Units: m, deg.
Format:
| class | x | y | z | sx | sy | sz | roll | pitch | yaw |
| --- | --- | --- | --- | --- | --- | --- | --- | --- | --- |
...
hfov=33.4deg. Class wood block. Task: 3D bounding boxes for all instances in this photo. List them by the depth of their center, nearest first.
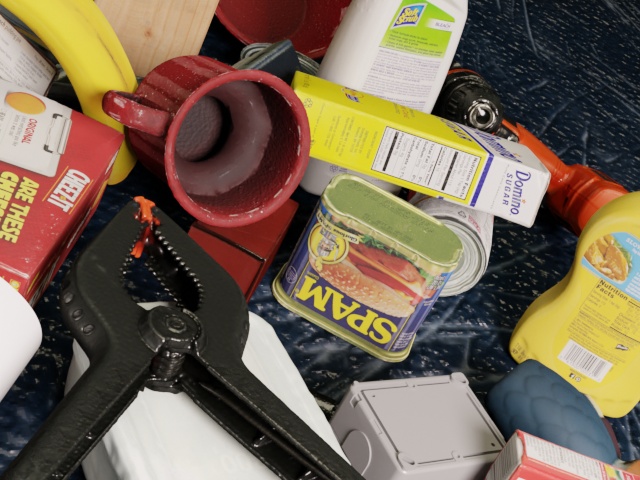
| class | x | y | z | sx | sy | sz | roll | pitch | yaw |
| --- | --- | --- | --- | --- | --- | --- | --- | --- | --- |
| wood block | -0.120 | -0.218 | 0.796 | 0.090 | 0.206 | 0.091 | 9 | 37 | -26 |

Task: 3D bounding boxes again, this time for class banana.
| class | x | y | z | sx | sy | sz | roll | pitch | yaw |
| --- | --- | --- | --- | --- | --- | --- | --- | --- | --- |
| banana | -0.148 | -0.106 | 0.649 | 0.070 | 0.197 | 0.037 | 1 | 52 | 28 |

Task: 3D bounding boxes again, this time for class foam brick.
| class | x | y | z | sx | sy | sz | roll | pitch | yaw |
| --- | --- | --- | --- | --- | --- | --- | --- | --- | --- |
| foam brick | -0.054 | 0.001 | 0.683 | 0.051 | 0.053 | 0.078 | 27 | 32 | 1 |

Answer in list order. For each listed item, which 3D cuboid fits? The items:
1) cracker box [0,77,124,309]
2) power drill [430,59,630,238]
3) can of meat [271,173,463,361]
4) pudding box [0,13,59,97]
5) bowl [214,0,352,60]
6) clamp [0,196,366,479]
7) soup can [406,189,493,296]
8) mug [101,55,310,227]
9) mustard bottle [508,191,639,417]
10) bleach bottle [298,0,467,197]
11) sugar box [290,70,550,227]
| class | x | y | z | sx | sy | sz | roll | pitch | yaw |
| --- | --- | --- | --- | --- | --- | --- | --- | --- | --- |
| cracker box | -0.240 | -0.042 | 0.596 | 0.213 | 0.072 | 0.164 | 24 | 33 | -6 |
| power drill | 0.163 | -0.074 | 0.866 | 0.187 | 0.057 | 0.184 | 37 | 11 | -13 |
| can of meat | 0.032 | 0.017 | 0.693 | 0.102 | 0.084 | 0.057 | 29 | 33 | 2 |
| pudding box | -0.232 | -0.132 | 0.686 | 0.090 | 0.039 | 0.113 | 25 | -7 | 17 |
| bowl | -0.043 | -0.230 | 0.969 | 0.161 | 0.055 | 0.162 | 5 | 77 | -24 |
| clamp | -0.062 | 0.057 | 0.499 | 0.164 | 0.036 | 0.210 | 13 | 35 | -20 |
| soup can | 0.094 | -0.013 | 0.793 | 0.068 | 0.069 | 0.102 | 25 | 33 | -3 |
| mug | -0.075 | -0.066 | 0.633 | 0.117 | 0.093 | 0.082 | 10 | 14 | -34 |
| mustard bottle | 0.210 | 0.025 | 0.706 | 0.096 | 0.192 | 0.058 | 32 | 33 | 7 |
| bleach bottle | 0.060 | -0.144 | 0.781 | 0.102 | 0.251 | 0.068 | 1 | 41 | -34 |
| sugar box | 0.060 | -0.065 | 0.724 | 0.176 | 0.048 | 0.093 | 15 | 17 | -5 |
